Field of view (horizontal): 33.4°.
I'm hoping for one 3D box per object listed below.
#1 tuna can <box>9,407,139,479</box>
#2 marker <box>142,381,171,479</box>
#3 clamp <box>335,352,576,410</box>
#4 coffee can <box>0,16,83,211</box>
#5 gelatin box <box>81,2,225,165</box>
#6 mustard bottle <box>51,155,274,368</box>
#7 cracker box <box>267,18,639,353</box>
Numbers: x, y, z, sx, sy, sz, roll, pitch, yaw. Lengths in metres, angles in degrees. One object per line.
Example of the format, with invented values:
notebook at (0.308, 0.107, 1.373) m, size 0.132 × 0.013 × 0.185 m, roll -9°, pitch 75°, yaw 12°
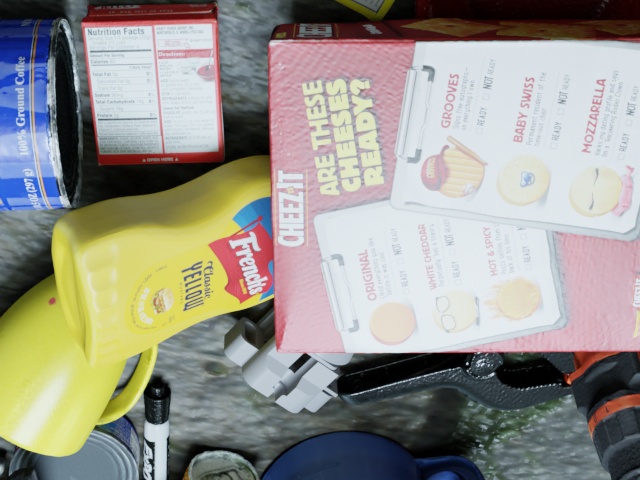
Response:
tuna can at (-0.167, 0.150, 0.730) m, size 0.086 × 0.034 × 0.086 m, roll -3°, pitch 121°, yaw -4°
marker at (-0.114, 0.149, 0.743) m, size 0.020 × 0.020 × 0.121 m, roll 2°, pitch 120°, yaw -7°
clamp at (0.102, 0.064, 0.705) m, size 0.171 × 0.039 × 0.120 m, roll 5°, pitch 125°, yaw -12°
coffee can at (-0.202, -0.064, 0.561) m, size 0.140 × 0.103 × 0.103 m, roll -2°, pitch 120°, yaw -5°
gelatin box at (-0.092, -0.088, 0.601) m, size 0.073 × 0.030 × 0.089 m, roll -2°, pitch 120°, yaw -3°
mustard bottle at (-0.054, 0.001, 0.614) m, size 0.191 × 0.058 × 0.096 m, roll -21°, pitch 135°, yaw -26°
cracker box at (0.082, -0.029, 0.551) m, size 0.213 × 0.072 × 0.164 m, roll 0°, pitch 109°, yaw 1°
